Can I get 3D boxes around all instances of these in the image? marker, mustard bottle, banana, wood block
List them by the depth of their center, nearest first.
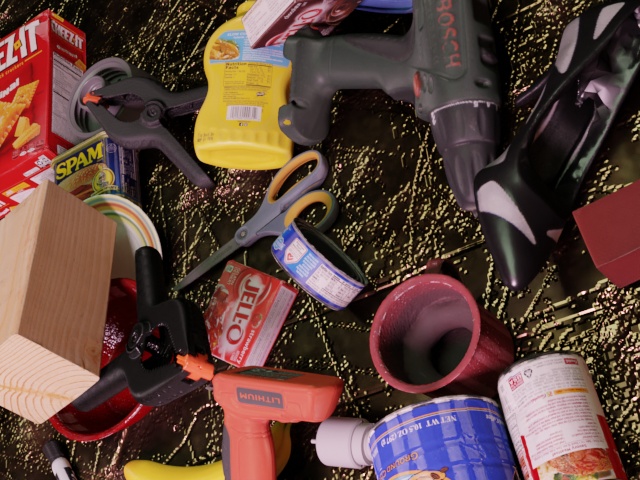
[{"bbox_3d":[-0.098,0.204,0.943,0.198,0.037,0.069,-23,39,25],"label":"banana"},{"bbox_3d":[-0.259,0.053,1.001,0.090,0.090,0.206,-37,35,26],"label":"wood block"},{"bbox_3d":[-0.244,0.240,1.040,0.020,0.020,0.121,-47,50,9],"label":"marker"},{"bbox_3d":[-0.070,-0.166,1.066,0.096,0.058,0.191,2,67,3],"label":"mustard bottle"}]

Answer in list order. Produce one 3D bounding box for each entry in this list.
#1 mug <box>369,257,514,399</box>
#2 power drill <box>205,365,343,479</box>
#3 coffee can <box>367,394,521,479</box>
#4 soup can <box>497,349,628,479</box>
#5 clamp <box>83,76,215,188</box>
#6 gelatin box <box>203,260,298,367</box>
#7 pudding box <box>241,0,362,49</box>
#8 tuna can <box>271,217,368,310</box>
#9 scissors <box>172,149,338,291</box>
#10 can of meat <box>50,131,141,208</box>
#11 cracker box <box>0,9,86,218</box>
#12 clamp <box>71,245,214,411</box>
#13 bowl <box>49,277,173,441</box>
[{"bbox_3d":[0.098,0.071,0.829,0.093,0.081,0.117,-15,61,30],"label":"mug"},{"bbox_3d":[-0.025,0.199,0.841,0.185,0.057,0.188,5,93,29],"label":"power drill"},{"bbox_3d":[0.097,0.195,0.759,0.103,0.102,0.140,-28,55,23],"label":"coffee can"},{"bbox_3d":[0.170,0.137,0.756,0.069,0.068,0.102,-28,55,23],"label":"soup can"},{"bbox_3d":[-0.161,-0.135,1.113,0.171,0.039,0.120,24,74,13],"label":"clamp"},{"bbox_3d":[-0.071,0.070,0.986,0.073,0.030,0.089,19,82,40],"label":"gelatin box"},{"bbox_3d":[-0.013,-0.224,1.010,0.114,0.089,0.039,-34,76,62],"label":"pudding box"},{"bbox_3d":[-0.001,0.021,0.923,0.034,0.086,0.086,-48,50,10],"label":"tuna can"},{"bbox_3d":[-0.057,0.001,1.018,0.202,0.016,0.096,-49,50,8],"label":"scissors"},{"bbox_3d":[-0.241,-0.058,1.153,0.102,0.057,0.084,-23,59,25],"label":"can of meat"},{"bbox_3d":[-0.361,-0.147,1.270,0.164,0.072,0.214,-24,56,25],"label":"cracker box"},{"bbox_3d":[-0.145,0.080,0.926,0.210,0.036,0.164,-1,66,57],"label":"clamp"},{"bbox_3d":[-0.196,0.120,1.037,0.162,0.055,0.162,-16,61,30],"label":"bowl"}]
